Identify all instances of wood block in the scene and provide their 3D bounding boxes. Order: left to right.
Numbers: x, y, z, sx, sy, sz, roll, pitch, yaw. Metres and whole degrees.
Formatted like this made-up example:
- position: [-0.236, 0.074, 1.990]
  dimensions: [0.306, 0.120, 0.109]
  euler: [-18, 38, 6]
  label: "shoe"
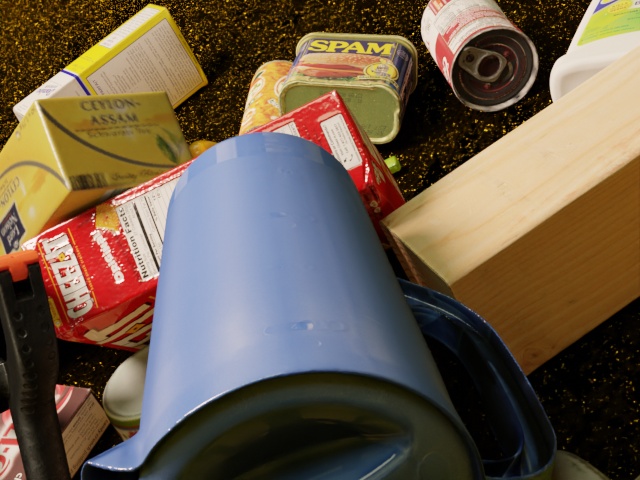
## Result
- position: [0.152, -0.020, 0.621]
  dimensions: [0.206, 0.090, 0.090]
  euler: [-34, 33, -6]
  label: "wood block"

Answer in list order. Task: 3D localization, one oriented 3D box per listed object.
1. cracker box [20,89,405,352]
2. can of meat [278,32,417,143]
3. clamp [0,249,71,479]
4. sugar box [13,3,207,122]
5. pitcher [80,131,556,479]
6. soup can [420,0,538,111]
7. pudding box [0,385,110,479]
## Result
- position: [-0.055, 0.001, 0.689]
  dimensions: [0.214, 0.164, 0.072]
  euler: [-25, 75, 7]
  label: "cracker box"
- position: [0.022, -0.122, 0.854]
  dimensions: [0.102, 0.057, 0.084]
  euler: [5, 36, 11]
  label: "can of meat"
- position: [-0.183, 0.075, 0.639]
  dimensions: [0.039, 0.171, 0.120]
  euler: [-17, 33, -37]
  label: "clamp"
- position: [-0.203, -0.143, 1.046]
  dimensions: [0.176, 0.093, 0.048]
  euler: [-40, 34, -15]
  label: "sugar box"
- position: [-0.007, 0.046, 0.490]
  dimensions: [0.145, 0.149, 0.243]
  euler: [-38, 27, 14]
  label: "pitcher"
- position: [0.122, -0.154, 0.838]
  dimensions: [0.068, 0.068, 0.102]
  euler: [-26, 33, 6]
  label: "soup can"
- position: [-0.208, 0.148, 0.720]
  dimensions: [0.090, 0.039, 0.113]
  euler: [-1, 44, 35]
  label: "pudding box"
